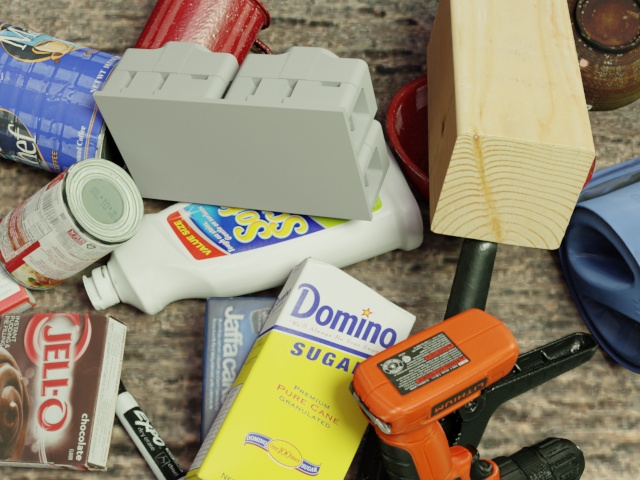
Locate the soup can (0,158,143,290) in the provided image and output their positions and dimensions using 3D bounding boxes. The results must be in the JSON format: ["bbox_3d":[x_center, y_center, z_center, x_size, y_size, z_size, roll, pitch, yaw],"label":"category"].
[{"bbox_3d":[-0.186,-0.011,0.787,0.068,0.102,0.068,24,54,-37],"label":"soup can"}]

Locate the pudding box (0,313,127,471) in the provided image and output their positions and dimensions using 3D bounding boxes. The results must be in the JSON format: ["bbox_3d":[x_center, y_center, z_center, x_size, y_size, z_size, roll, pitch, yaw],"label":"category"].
[{"bbox_3d":[-0.195,0.110,0.782,0.090,0.039,0.113,-1,74,19],"label":"pudding box"}]

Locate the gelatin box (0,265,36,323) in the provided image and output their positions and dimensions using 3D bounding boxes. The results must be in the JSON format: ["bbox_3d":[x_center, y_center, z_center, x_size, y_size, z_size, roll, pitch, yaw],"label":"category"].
[{"bbox_3d":[-0.272,0.028,0.822,0.073,0.030,0.089,-29,75,-8],"label":"gelatin box"}]

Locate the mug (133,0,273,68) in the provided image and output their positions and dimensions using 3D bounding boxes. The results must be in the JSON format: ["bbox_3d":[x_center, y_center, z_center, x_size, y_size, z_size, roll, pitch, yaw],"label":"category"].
[{"bbox_3d":[-0.089,-0.155,0.856,0.117,0.093,0.081,32,78,-30],"label":"mug"}]

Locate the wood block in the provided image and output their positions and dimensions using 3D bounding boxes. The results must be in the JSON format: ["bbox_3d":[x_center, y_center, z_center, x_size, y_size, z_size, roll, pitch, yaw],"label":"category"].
[{"bbox_3d":[0.127,-0.102,0.757,0.090,0.091,0.206,8,45,-3],"label":"wood block"}]

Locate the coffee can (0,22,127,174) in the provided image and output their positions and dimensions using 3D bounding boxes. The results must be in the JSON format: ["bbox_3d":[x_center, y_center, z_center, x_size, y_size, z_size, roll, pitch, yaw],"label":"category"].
[{"bbox_3d":[-0.217,-0.108,0.825,0.140,0.103,0.103,17,74,4],"label":"coffee can"}]

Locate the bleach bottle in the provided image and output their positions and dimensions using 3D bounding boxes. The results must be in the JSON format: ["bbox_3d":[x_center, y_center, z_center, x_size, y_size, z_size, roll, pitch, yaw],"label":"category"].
[{"bbox_3d":[-0.055,0.001,0.814,0.250,0.068,0.102,-22,62,-5],"label":"bleach bottle"}]

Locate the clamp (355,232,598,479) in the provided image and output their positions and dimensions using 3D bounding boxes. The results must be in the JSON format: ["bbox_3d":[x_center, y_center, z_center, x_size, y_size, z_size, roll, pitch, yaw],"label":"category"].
[{"bbox_3d":[0.108,0.111,0.777,0.164,0.036,0.210,33,92,-34],"label":"clamp"}]

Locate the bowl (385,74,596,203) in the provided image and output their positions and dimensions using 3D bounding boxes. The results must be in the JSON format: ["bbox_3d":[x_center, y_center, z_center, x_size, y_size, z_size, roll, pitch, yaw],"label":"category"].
[{"bbox_3d":[0.125,-0.062,0.822,0.162,0.055,0.162,5,45,-6],"label":"bowl"}]

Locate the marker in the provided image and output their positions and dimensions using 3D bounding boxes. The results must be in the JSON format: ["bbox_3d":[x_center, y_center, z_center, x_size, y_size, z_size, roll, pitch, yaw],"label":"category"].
[{"bbox_3d":[-0.133,0.143,0.795,0.020,0.020,0.121,-34,77,-10],"label":"marker"}]

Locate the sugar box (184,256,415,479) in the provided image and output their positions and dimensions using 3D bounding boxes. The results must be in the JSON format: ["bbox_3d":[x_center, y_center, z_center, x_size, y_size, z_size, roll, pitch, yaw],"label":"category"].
[{"bbox_3d":[-0.011,0.107,0.737,0.093,0.048,0.176,31,68,-10],"label":"sugar box"}]

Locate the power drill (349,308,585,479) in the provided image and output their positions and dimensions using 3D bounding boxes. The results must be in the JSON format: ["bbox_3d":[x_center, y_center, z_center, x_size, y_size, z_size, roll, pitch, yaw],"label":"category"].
[{"bbox_3d":[0.100,0.139,0.723,0.184,0.187,0.057,-25,37,-17],"label":"power drill"}]
